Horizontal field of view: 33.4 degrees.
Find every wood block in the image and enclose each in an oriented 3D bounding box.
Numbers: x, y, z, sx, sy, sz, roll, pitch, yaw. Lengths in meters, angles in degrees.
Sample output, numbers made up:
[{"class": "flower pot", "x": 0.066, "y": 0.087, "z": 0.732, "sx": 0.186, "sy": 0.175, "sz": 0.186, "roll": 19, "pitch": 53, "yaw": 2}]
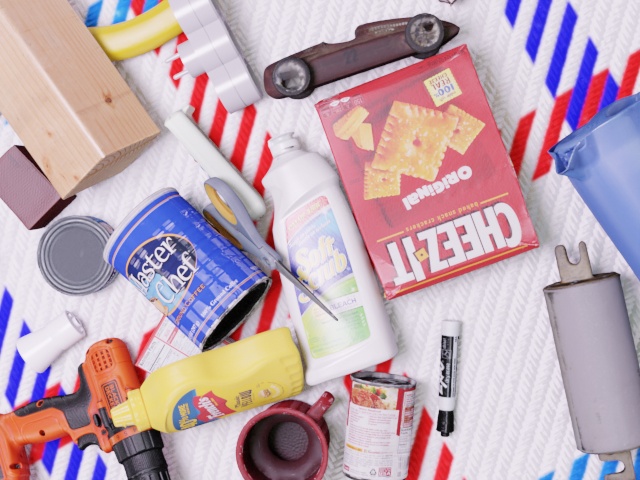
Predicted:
[{"class": "wood block", "x": -0.270, "y": -0.160, "z": 1.084, "sx": 0.090, "sy": 0.090, "sz": 0.206, "roll": -36, "pitch": 89, "yaw": 41}]

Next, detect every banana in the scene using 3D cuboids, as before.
[{"class": "banana", "x": -0.186, "y": -0.232, "z": 1.116, "sx": 0.198, "sy": 0.037, "sz": 0.069, "roll": -17, "pitch": 92, "yaw": 7}]

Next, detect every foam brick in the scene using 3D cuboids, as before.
[{"class": "foam brick", "x": -0.308, "y": -0.056, "z": 1.129, "sx": 0.053, "sy": 0.051, "sz": 0.078, "roll": -42, "pitch": 87, "yaw": 5}]

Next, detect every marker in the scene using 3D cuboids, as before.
[{"class": "marker", "x": 0.131, "y": 0.142, "z": 1.102, "sx": 0.020, "sy": 0.020, "sz": 0.121, "roll": 3, "pitch": 93, "yaw": 6}]

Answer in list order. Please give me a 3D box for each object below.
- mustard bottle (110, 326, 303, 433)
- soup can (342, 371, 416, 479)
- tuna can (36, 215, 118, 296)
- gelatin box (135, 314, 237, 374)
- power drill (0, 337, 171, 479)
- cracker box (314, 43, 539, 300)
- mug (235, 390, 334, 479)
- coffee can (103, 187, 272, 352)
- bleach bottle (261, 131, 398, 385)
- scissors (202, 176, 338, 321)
[{"class": "mustard bottle", "x": -0.114, "y": 0.148, "z": 1.065, "sx": 0.191, "sy": 0.096, "sz": 0.058, "roll": -16, "pitch": 58, "yaw": -10}, {"class": "soup can", "x": 0.060, "y": 0.190, "z": 1.087, "sx": 0.068, "sy": 0.068, "sz": 0.102, "roll": 6, "pitch": 93, "yaw": 6}, {"class": "tuna can", "x": -0.255, "y": 0.016, "z": 1.134, "sx": 0.086, "sy": 0.033, "sz": 0.086, "roll": 0, "pitch": 92, "yaw": 7}, {"class": "gelatin box", "x": -0.139, "y": 0.121, "z": 1.127, "sx": 0.089, "sy": 0.030, "sz": 0.073, "roll": 31, "pitch": 96, "yaw": 3}, {"class": "power drill", "x": -0.258, "y": 0.216, "z": 1.116, "sx": 0.188, "sy": 0.057, "sz": 0.184, "roll": -24, "pitch": 72, "yaw": 5}, {"class": "cracker box", "x": 0.106, "y": -0.067, "z": 1.071, "sx": 0.164, "sy": 0.072, "sz": 0.214, "roll": -20, "pitch": 90, "yaw": 7}, {"class": "mug", "x": -0.027, "y": 0.200, "z": 1.090, "sx": 0.093, "sy": 0.081, "sz": 0.117, "roll": 37, "pitch": 96, "yaw": 4}, {"class": "coffee can", "x": -0.134, "y": 0.029, "z": 1.079, "sx": 0.140, "sy": 0.102, "sz": 0.103, "roll": 42, "pitch": 96, "yaw": 10}, {"class": "bleach bottle", "x": -0.006, "y": 0.014, "z": 1.093, "sx": 0.103, "sy": 0.068, "sz": 0.251, "roll": -20, "pitch": 87, "yaw": 11}, {"class": "scissors", "x": -0.057, "y": 0.001, "z": 1.053, "sx": 0.016, "sy": 0.096, "sz": 0.202, "roll": -37, "pitch": 46, "yaw": -23}]
